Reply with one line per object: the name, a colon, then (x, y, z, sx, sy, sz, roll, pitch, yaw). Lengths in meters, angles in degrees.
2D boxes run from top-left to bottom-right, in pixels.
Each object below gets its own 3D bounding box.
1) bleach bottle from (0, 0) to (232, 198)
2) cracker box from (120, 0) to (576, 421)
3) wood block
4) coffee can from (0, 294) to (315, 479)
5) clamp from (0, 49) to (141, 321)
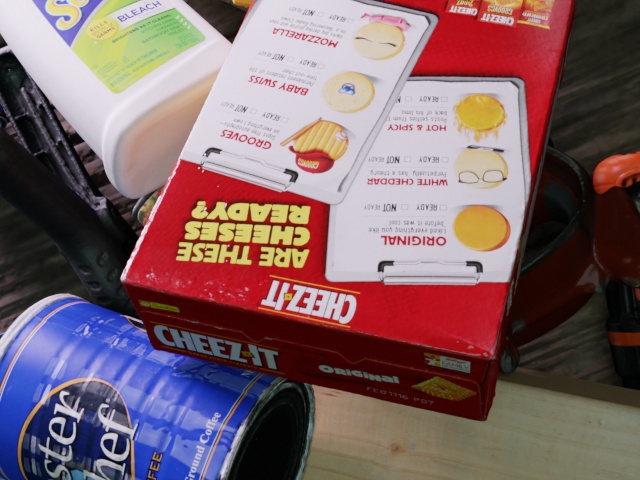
bleach bottle: (-0.152, -0.138, 0.627, 0.102, 0.068, 0.251, -35, 65, -26)
cracker box: (0.023, -0.034, 0.517, 0.164, 0.072, 0.213, 10, 57, 14)
wood block: (0.098, 0.115, 0.570, 0.206, 0.090, 0.090, 9, 92, 21)
coffee can: (-0.087, 0.095, 0.540, 0.140, 0.102, 0.103, 16, 90, 21)
clamp: (-0.135, -0.006, 0.609, 0.036, 0.164, 0.210, -30, 109, 4)
